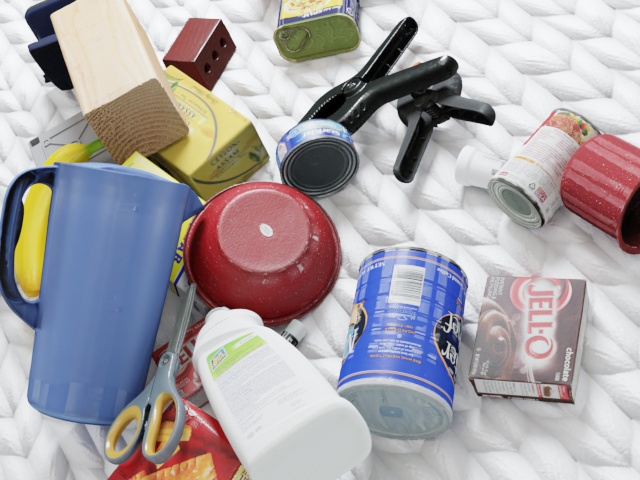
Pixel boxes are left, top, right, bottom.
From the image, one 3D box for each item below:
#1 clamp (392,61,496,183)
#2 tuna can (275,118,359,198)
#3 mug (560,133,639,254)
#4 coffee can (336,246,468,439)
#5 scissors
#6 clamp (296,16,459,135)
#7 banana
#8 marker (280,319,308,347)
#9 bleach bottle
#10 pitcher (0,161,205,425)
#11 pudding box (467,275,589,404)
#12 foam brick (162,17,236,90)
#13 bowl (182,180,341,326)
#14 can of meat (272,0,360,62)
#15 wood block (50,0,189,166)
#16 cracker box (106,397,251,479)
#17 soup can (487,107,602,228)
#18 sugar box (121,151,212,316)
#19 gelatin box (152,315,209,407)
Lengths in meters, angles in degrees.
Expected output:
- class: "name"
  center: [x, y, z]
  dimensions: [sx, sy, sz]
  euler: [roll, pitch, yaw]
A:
- class: "clamp"
  center: [0.112, -0.131, 1.128]
  dimensions: [0.120, 0.039, 0.171]
  euler: [-34, 30, 10]
- class: "tuna can"
  center: [-0.004, -0.086, 1.125]
  dimensions: [0.086, 0.086, 0.034]
  euler: [-22, 47, 6]
- class: "mug"
  center: [0.284, -0.049, 0.980]
  dimensions: [0.117, 0.093, 0.082]
  euler: [-16, 36, -31]
- class: "coffee can"
  center: [0.073, 0.091, 0.944]
  dimensions: [0.103, 0.102, 0.140]
  euler: [-3, 53, 21]
- class: "scissors"
  center: [-0.156, 0.128, 0.990]
  dimensions: [0.096, 0.016, 0.202]
  euler: [-28, 37, 18]
- class: "clamp"
  center: [0.050, -0.157, 1.163]
  dimensions: [0.210, 0.036, 0.165]
  euler: [-40, 27, 1]
- class: "banana"
  center: [-0.301, -0.032, 1.175]
  dimensions: [0.070, 0.037, 0.197]
  euler: [1, 65, 42]
- class: "marker"
  center: [-0.056, 0.127, 1.027]
  dimensions: [0.020, 0.020, 0.121]
  euler: [27, 68, 36]
- class: "bleach bottle"
  center: [-0.049, 0.121, 0.931]
  dimensions: [0.102, 0.068, 0.251]
  euler: [-31, 30, -6]
- class: "pitcher"
  center: [-0.219, 0.046, 1.022]
  dimensions: [0.149, 0.144, 0.243]
  euler: [11, 90, 23]
- class: "pudding box"
  center: [0.185, 0.085, 0.942]
  dimensions: [0.090, 0.039, 0.113]
  euler: [1, 55, 23]
- class: "foam brick"
  center: [-0.150, -0.231, 1.320]
  dimensions: [0.051, 0.053, 0.078]
  euler: [10, 59, 29]
- class: "bowl"
  center: [-0.057, 0.001, 1.059]
  dimensions: [0.162, 0.055, 0.162]
  euler: [2, 66, -4]
- class: "can of meat"
  center: [-0.002, -0.269, 1.285]
  dimensions: [0.102, 0.057, 0.084]
  euler: [-9, 49, 16]
- class: "wood block"
  center: [-0.229, -0.190, 1.208]
  dimensions: [0.090, 0.090, 0.206]
  euler: [-28, 47, 1]
- class: "cracker box"
  center: [-0.127, 0.261, 0.919]
  dimensions: [0.164, 0.072, 0.213]
  euler: [27, 69, 37]
- class: "soup can"
  center: [0.218, -0.069, 1.028]
  dimensions: [0.102, 0.068, 0.069]
  euler: [-46, 51, -14]
- class: "sugar box"
  center: [-0.155, -0.007, 1.115]
  dimensions: [0.176, 0.048, 0.093]
  euler: [34, 71, 17]
- class: "gelatin box"
  center: [-0.114, 0.117, 1.052]
  dimensions: [0.089, 0.030, 0.073]
  euler: [-33, 49, -4]
